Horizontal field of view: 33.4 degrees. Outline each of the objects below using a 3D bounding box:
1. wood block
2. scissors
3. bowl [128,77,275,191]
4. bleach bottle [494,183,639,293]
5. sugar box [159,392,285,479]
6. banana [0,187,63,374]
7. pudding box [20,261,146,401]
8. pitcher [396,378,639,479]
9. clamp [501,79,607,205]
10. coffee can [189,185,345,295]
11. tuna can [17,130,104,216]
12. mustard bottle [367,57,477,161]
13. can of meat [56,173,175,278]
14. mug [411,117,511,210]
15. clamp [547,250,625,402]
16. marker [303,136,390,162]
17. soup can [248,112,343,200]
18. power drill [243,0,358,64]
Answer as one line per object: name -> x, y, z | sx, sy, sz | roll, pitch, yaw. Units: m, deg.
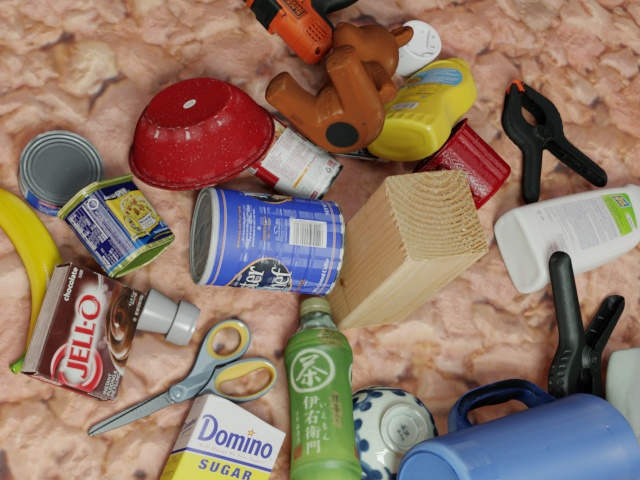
wood block -> 0.077, 0.014, 1.098 | 0.090, 0.206, 0.091 | -7, 70, -23
scissors -> -0.140, 0.134, 1.073 | 0.201, 0.016, 0.096 | -6, 73, -23
bowl -> -0.131, -0.123, 1.117 | 0.162, 0.055, 0.162 | -8, 41, 7
bleach bottle -> 0.335, -0.011, 1.290 | 0.250, 0.068, 0.102 | -11, 72, -27
sugar box -> -0.107, 0.243, 1.015 | 0.093, 0.048, 0.176 | 32, 63, -18
banana -> -0.287, 0.029, 1.052 | 0.069, 0.037, 0.198 | -7, 71, -24
pudding box -> -0.226, 0.088, 1.022 | 0.089, 0.039, 0.113 | 28, 66, -39
pitcher -> 0.189, 0.226, 1.062 | 0.242, 0.149, 0.145 | -3, 93, -39
clamp -> 0.286, -0.124, 1.333 | 0.120, 0.039, 0.171 | -5, 69, -24
coffee can -> -0.057, 0.001, 1.113 | 0.140, 0.103, 0.103 | 6, 66, -18
tuna can -> -0.269, -0.068, 1.103 | 0.086, 0.034, 0.086 | 8, 65, -17
mustard bottle -> 0.131, -0.165, 1.260 | 0.191, 0.096, 0.058 | -50, 129, -43
can of meat -> -0.201, -0.014, 1.072 | 0.084, 0.057, 0.102 | 51, 20, 3
mug -> 0.163, -0.077, 1.232 | 0.081, 0.093, 0.117 | 43, 29, -4
clamp -> 0.298, 0.131, 1.210 | 0.164, 0.036, 0.210 | 20, 72, -46
marker -> 0.024, -0.106, 1.238 | 0.121, 0.020, 0.020 | 5, 66, -18
soup can -> -0.034, -0.085, 1.180 | 0.102, 0.069, 0.068 | 35, 60, -4
power drill -> -0.014, -0.325, 1.299 | 0.184, 0.057, 0.187 | 48, 63, 0
